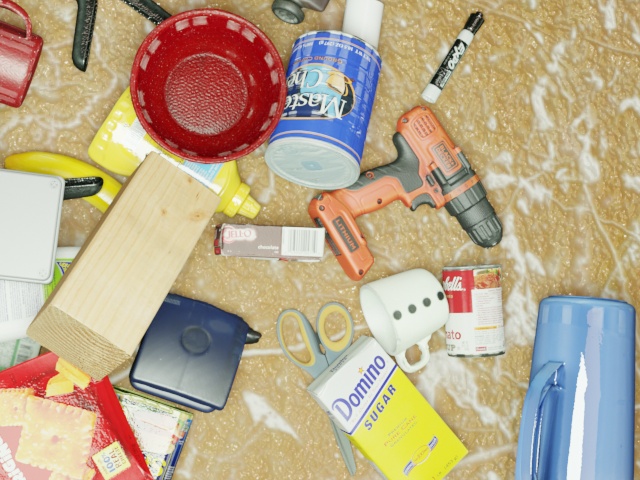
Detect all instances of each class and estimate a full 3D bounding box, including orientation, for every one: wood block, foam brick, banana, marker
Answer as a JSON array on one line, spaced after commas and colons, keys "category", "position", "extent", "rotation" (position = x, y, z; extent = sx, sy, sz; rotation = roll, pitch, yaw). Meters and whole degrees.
[{"category": "wood block", "position": [-0.194, 0.023, 1.067], "extent": [0.090, 0.091, 0.206], "rotation": [35, 54, -13]}, {"category": "foam brick", "position": [-0.093, -0.163, 1.181], "extent": [0.078, 0.053, 0.051], "rotation": [-13, 91, -9]}, {"category": "banana", "position": [-0.248, -0.043, 1.160], "extent": [0.197, 0.037, 0.069], "rotation": [42, 82, -6]}, {"category": "marker", "position": [0.155, -0.215, 1.242], "extent": [0.020, 0.020, 0.121], "rotation": [32, 84, -8]}]

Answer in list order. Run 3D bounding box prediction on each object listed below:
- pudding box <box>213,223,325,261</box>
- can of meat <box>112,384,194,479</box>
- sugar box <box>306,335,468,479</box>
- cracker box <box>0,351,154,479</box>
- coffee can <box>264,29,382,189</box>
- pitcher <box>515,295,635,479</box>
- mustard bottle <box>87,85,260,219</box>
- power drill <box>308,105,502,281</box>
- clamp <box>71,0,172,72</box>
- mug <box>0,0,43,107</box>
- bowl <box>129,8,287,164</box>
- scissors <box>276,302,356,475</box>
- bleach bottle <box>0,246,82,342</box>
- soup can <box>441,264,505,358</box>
[{"category": "pudding box", "position": [-0.058, 0.001, 1.165], "extent": [0.113, 0.090, 0.039], "rotation": [4, 89, -10]}, {"category": "can of meat", "position": [-0.196, 0.211, 1.154], "extent": [0.102, 0.057, 0.084], "rotation": [21, 83, -8]}, {"category": "sugar box", "position": [0.076, 0.201, 1.196], "extent": [0.093, 0.048, 0.176], "rotation": [-43, 103, -13]}, {"category": "cracker box", "position": [-0.296, 0.209, 1.052], "extent": [0.213, 0.072, 0.164], "rotation": [-23, 87, -24]}, {"category": "coffee can", "position": [0.004, -0.140, 1.152], "extent": [0.102, 0.103, 0.140], "rotation": [16, 67, -9]}, {"category": "pitcher", "position": [0.286, 0.185, 1.196], "extent": [0.145, 0.149, 0.243], "rotation": [5, 84, 2]}, {"category": "mustard bottle", "position": [-0.150, -0.082, 1.167], "extent": [0.191, 0.058, 0.096], "rotation": [33, 85, -7]}, {"category": "power drill", "position": [0.095, -0.034, 1.210], "extent": [0.187, 0.057, 0.184], "rotation": [-34, 91, -12]}, {"category": "clamp", "position": [-0.247, -0.271, 1.165], "extent": [0.120, 0.039, 0.171], "rotation": [-32, 88, -13]}, {"category": "mug", "position": [-0.338, -0.199, 1.116], "extent": [0.081, 0.093, 0.117], "rotation": [20, 120, -14]}, {"category": "bowl", "position": [-0.118, -0.158, 1.121], "extent": [0.162, 0.055, 0.162], "rotation": [0, 88, -9]}, {"category": "scissors", "position": [0.023, 0.158, 1.212], "extent": [0.096, 0.016, 0.202], "rotation": [-32, 94, -9]}, {"category": "bleach bottle", "position": [-0.297, 0.059, 1.122], "extent": [0.250, 0.068, 0.102], "rotation": [-5, 87, -13]}, {"category": "soup can", "position": [0.175, 0.079, 1.214], "extent": [0.068, 0.068, 0.102], "rotation": [-3, 90, -10]}]
